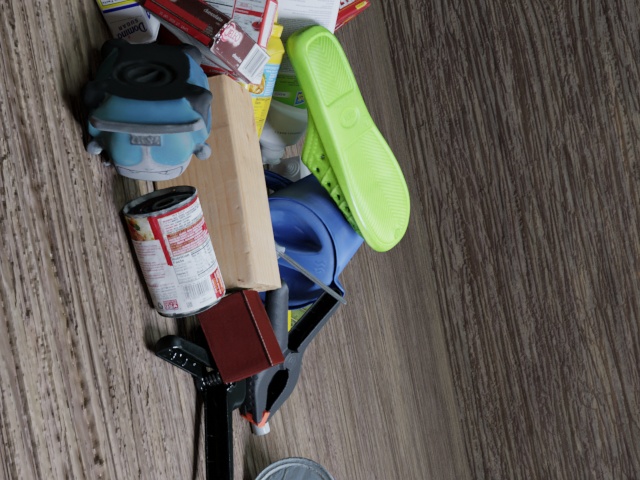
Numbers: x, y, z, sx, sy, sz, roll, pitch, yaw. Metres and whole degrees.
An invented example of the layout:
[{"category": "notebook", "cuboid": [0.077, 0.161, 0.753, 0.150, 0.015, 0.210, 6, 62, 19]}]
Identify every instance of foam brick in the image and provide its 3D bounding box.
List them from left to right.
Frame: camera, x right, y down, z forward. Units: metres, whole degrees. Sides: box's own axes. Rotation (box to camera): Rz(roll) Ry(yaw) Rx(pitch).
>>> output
[{"category": "foam brick", "cuboid": [-0.076, 0.091, 1.017, 0.078, 0.051, 0.053, 68, 10, 8]}]

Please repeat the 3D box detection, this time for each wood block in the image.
[{"category": "wood block", "cuboid": [-0.107, -0.048, 1.060, 0.090, 0.091, 0.206, 21, 59, -75]}]

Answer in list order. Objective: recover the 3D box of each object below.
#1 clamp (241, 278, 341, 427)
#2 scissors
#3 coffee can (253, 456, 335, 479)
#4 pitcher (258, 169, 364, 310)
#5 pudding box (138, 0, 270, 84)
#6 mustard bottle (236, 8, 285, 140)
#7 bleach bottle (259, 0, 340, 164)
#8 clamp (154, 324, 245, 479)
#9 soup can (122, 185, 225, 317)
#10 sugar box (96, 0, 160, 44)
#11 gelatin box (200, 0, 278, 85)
[{"category": "clamp", "cuboid": [-0.035, 0.118, 1.157, 0.120, 0.039, 0.171, 4, 110, -46]}, {"category": "scissors", "cuboid": [-0.058, 0.001, 1.159, 0.201, 0.016, 0.096, 37, 3, -11]}, {"category": "coffee can", "cuboid": [-0.012, 0.304, 1.159, 0.140, 0.103, 0.103, 59, 24, -59]}, {"category": "pitcher", "cuboid": [-0.017, -0.023, 1.298, 0.242, 0.145, 0.149, -43, 127, -66]}, {"category": "pudding box", "cuboid": [-0.106, -0.195, 0.995, 0.039, 0.090, 0.113, -55, 162, 0]}, {"category": "mustard bottle", "cuboid": [-0.081, -0.165, 1.158, 0.096, 0.058, 0.192, -25, 134, -70]}, {"category": "bleach bottle", "cuboid": [-0.044, -0.207, 1.232, 0.068, 0.102, 0.251, -124, -139, -54]}, {"category": "clamp", "cuboid": [-0.107, 0.127, 1.036, 0.210, 0.036, 0.164, -80, 154, -65]}, {"category": "soup can", "cuboid": [-0.130, 0.010, 0.958, 0.068, 0.068, 0.102, -71, 148, -66]}, {"category": "sugar box", "cuboid": [-0.192, -0.274, 0.973, 0.093, 0.048, 0.176, -89, 162, -46]}, {"category": "gelatin box", "cuboid": [-0.088, -0.207, 1.071, 0.030, 0.073, 0.089, -7, 110, -73]}]
